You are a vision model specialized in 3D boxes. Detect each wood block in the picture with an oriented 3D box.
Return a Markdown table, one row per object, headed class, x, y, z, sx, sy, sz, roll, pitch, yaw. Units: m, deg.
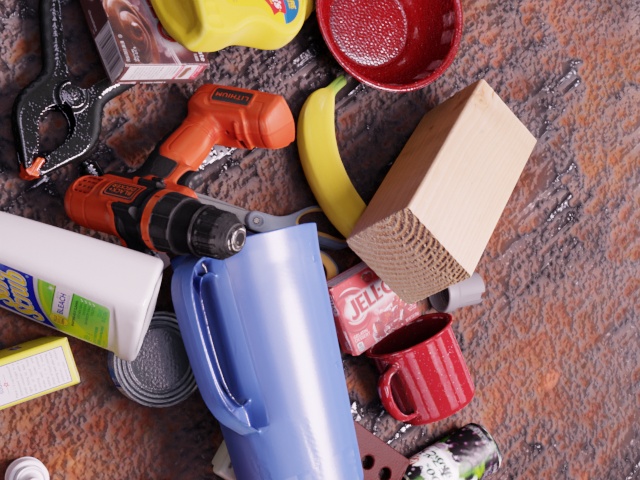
| class | x | y | z | sx | sy | sz | roll | pitch | yaw |
| --- | --- | --- | --- | --- | --- | --- | --- | --- | --- |
| wood block | 0.119 | -0.049 | 1.024 | 0.090 | 0.090 | 0.205 | 45 | 48 | -15 |

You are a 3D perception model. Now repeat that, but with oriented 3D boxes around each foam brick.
| class | x | y | z | sx | sy | sz | roll | pitch | yaw |
| --- | --- | --- | --- | --- | --- | --- | --- | --- | --- |
| foam brick | 0.035 | 0.211 | 1.027 | 0.078 | 0.051 | 0.053 | 37 | 73 | -16 |

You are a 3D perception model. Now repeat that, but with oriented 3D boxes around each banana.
| class | x | y | z | sx | sy | sz | roll | pitch | yaw |
| --- | --- | --- | --- | --- | --- | --- | --- | --- | --- |
| banana | 0.019 | -0.067 | 1.036 | 0.069 | 0.037 | 0.198 | -14 | 81 | -9 |

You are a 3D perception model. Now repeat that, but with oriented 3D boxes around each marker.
| class | x | y | z | sx | sy | sz | roll | pitch | yaw |
| --- | --- | --- | --- | --- | --- | --- | --- | --- | --- |
| marker | -0.178 | -0.023 | 0.972 | 0.020 | 0.020 | 0.121 | -40 | 101 | -21 |

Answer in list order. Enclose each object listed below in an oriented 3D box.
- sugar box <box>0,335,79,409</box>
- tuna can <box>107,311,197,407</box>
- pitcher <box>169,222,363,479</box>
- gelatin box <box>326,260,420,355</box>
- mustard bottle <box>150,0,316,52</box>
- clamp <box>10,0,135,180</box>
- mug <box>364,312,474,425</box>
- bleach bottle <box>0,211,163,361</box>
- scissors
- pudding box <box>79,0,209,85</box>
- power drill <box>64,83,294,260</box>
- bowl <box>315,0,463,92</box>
| class | x | y | z | sx | sy | sz | roll | pitch | yaw |
| --- | --- | --- | --- | --- | --- | --- | --- | --- | --- |
| sugar box | -0.294 | 0.124 | 0.871 | 0.176 | 0.093 | 0.048 | -16 | 92 | -24 |
| tuna can | -0.149 | 0.107 | 0.966 | 0.086 | 0.034 | 0.086 | 2 | 85 | -23 |
| pitcher | -0.047 | 0.112 | 0.930 | 0.149 | 0.145 | 0.243 | -13 | 87 | -17 |
| gelatin box | 0.048 | 0.060 | 1.047 | 0.089 | 0.030 | 0.073 | -28 | 105 | -29 |
| mustard bottle | -0.068 | -0.222 | 0.988 | 0.191 | 0.058 | 0.096 | -13 | 69 | -51 |
| clamp | -0.214 | -0.128 | 0.955 | 0.120 | 0.039 | 0.171 | 19 | 78 | -18 |
| mug | 0.094 | 0.131 | 1.033 | 0.117 | 0.093 | 0.081 | -36 | 107 | -51 |
| bleach bottle | -0.261 | 0.020 | 0.888 | 0.250 | 0.103 | 0.068 | 18 | 52 | -3 |
| scissors | -0.057 | 0.001 | 1.024 | 0.201 | 0.016 | 0.096 | 3 | 85 | -23 |
| pudding box | -0.161 | -0.195 | 0.955 | 0.089 | 0.039 | 0.113 | -9 | 73 | -40 |
| power drill | -0.103 | -0.060 | 0.921 | 0.187 | 0.185 | 0.057 | -48 | 140 | -37 |
| bowl | 0.060 | -0.223 | 1.069 | 0.161 | 0.055 | 0.162 | 2 | 85 | -23 |
